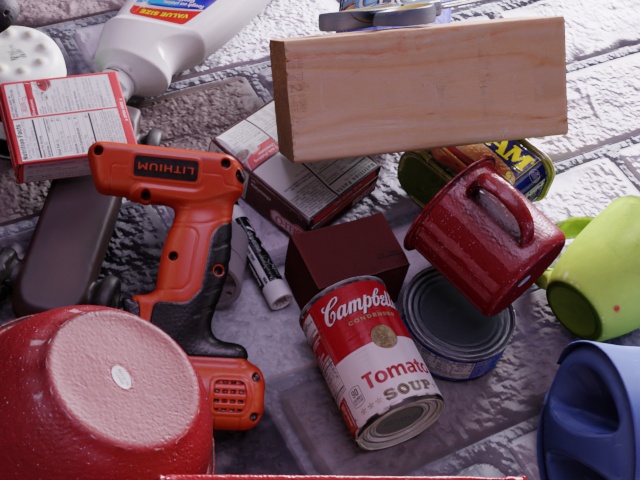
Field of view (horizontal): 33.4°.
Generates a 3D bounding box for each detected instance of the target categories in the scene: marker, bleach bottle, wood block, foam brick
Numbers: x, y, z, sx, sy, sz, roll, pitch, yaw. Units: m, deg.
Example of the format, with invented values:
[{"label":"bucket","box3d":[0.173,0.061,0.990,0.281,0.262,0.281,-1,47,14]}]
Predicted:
[{"label":"marker","box3d":[-0.055,0.001,0.819,0.020,0.020,0.121,-17,57,-23]},{"label":"bleach bottle","box3d":[-0.112,-0.200,0.940,0.102,0.068,0.250,25,54,9]},{"label":"wood block","box3d":[0.071,-0.116,0.806,0.206,0.090,0.091,-7,11,-9]},{"label":"foam brick","box3d":[0.018,0.022,0.797,0.078,0.051,0.053,-14,57,-21]}]

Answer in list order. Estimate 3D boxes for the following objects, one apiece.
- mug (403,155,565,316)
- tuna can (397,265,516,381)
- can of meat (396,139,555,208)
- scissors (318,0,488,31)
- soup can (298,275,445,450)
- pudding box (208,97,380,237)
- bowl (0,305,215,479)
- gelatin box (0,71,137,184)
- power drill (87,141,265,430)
[{"label":"mug","box3d":[0.122,-0.005,0.756,0.093,0.117,0.081,-37,72,-22]},{"label":"tuna can","box3d":[0.099,0.061,0.794,0.086,0.034,0.086,6,52,-7]},{"label":"can of meat","box3d":[0.125,-0.054,0.876,0.102,0.057,0.083,41,58,21]},{"label":"scissors","box3d":[0.092,-0.181,0.832,0.201,0.016,0.096,-15,18,-31]},{"label":"soup can","box3d":[0.035,0.085,0.740,0.068,0.069,0.102,-13,57,-21]},{"label":"pudding box","box3d":[-0.022,-0.060,0.862,0.113,0.039,0.089,41,55,17]},{"label":"bowl","box3d":[-0.120,0.092,0.598,0.162,0.055,0.162,23,39,-21]},{"label":"gelatin box","box3d":[-0.184,-0.082,0.778,0.089,0.030,0.073,-10,63,-21]},{"label":"power drill","box3d":[-0.124,0.032,0.709,0.184,0.057,0.187,5,85,-9]}]
